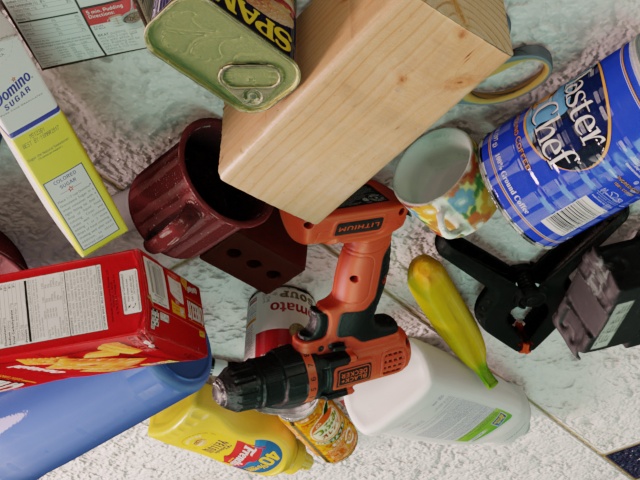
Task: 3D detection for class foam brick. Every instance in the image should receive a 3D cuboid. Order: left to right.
[{"bbox_3d":[-0.056,0.001,0.906,0.078,0.051,0.053,30,133,-32],"label":"foam brick"}]

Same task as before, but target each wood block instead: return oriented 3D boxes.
[{"bbox_3d":[0.024,-0.113,0.736,0.090,0.091,0.206,25,135,-27],"label":"wood block"}]

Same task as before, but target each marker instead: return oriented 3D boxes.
[{"bbox_3d":[-0.127,0.125,1.085,0.121,0.020,0.020,10,140,-13],"label":"marker"}]

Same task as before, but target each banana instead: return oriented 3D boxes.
[{"bbox_3d":[0.116,0.061,0.970,0.037,0.070,0.197,-42,134,-6],"label":"banana"}]

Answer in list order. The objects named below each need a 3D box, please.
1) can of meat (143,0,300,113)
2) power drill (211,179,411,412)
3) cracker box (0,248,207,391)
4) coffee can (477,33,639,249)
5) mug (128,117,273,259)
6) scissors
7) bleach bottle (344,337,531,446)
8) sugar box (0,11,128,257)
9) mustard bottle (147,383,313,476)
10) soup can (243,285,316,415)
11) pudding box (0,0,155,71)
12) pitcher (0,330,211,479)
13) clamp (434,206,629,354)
[{"bbox_3d":[-0.061,-0.146,0.699,0.102,0.084,0.058,31,131,-32],"label":"can of meat"},{"bbox_3d":[-0.002,0.049,0.879,0.184,0.057,0.188,-12,123,-29],"label":"power drill"},{"bbox_3d":[-0.214,0.073,0.850,0.214,0.072,0.164,-11,166,7],"label":"cracker box"},{"bbox_3d":[0.201,-0.070,0.778,0.102,0.103,0.141,31,132,-33],"label":"coffee can"},{"bbox_3d":[-0.100,-0.029,0.824,0.093,0.117,0.082,45,131,-17],"label":"mug"},{"bbox_3d":[0.069,-0.116,0.791,0.202,0.016,0.096,-14,137,17],"label":"scissors"},{"bbox_3d":[0.136,0.170,1.078,0.103,0.068,0.250,-39,142,20],"label":"bleach bottle"},{"bbox_3d":[-0.202,-0.081,0.752,0.048,0.093,0.176,-31,131,-14],"label":"sugar box"},{"bbox_3d":[-0.085,0.213,1.163,0.191,0.058,0.096,28,134,-30],"label":"mustard bottle"},{"bbox_3d":[-0.036,0.101,0.989,0.068,0.102,0.068,0,141,0],"label":"soup can"},{"bbox_3d":[-0.166,-0.171,0.706,0.090,0.039,0.113,-8,138,11],"label":"pudding box"},{"bbox_3d":[-0.232,0.132,1.010,0.243,0.149,0.145,-28,96,25],"label":"pitcher"},{"bbox_3d":[0.176,0.039,0.959,0.164,0.036,0.210,-6,143,-5],"label":"clamp"}]
